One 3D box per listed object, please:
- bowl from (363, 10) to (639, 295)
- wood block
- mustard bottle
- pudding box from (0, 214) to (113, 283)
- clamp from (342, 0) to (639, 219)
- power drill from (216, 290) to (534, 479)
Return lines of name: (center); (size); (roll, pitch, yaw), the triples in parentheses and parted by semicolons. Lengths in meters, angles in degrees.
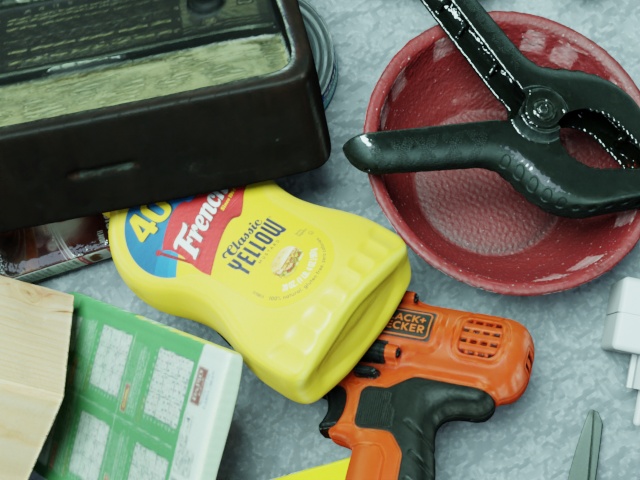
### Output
bowl: (0.099, -0.042, 0.586); (0.162, 0.055, 0.162); (2, 72, -6)
wood block: (-0.245, 0.059, 0.558); (0.205, 0.091, 0.090); (18, 119, -19)
mustard bottle: (-0.054, 0.000, 0.566); (0.192, 0.058, 0.096); (29, 69, 27)
pudding box: (-0.168, -0.035, 0.639); (0.090, 0.039, 0.113); (-18, 82, 4)
clamp: (0.104, -0.070, 0.545); (0.171, 0.039, 0.120); (16, 76, -7)
power drill: (0.003, 0.106, 0.551); (0.185, 0.057, 0.187); (7, 57, 23)
